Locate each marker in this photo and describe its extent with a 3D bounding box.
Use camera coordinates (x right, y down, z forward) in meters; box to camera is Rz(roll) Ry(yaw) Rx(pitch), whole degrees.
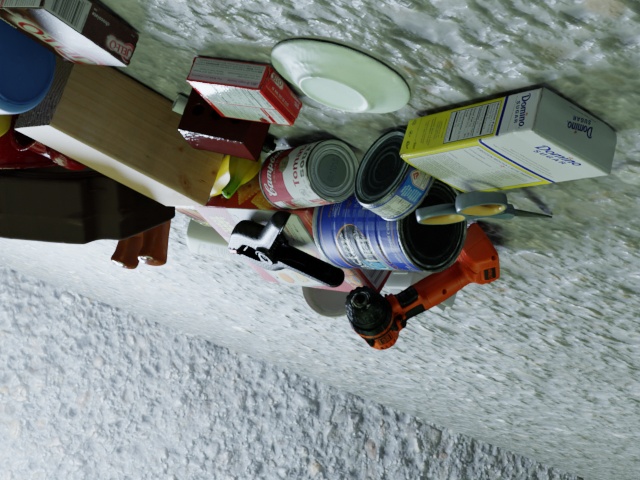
[{"bbox_3d":[-0.102,-0.124,1.154,0.121,0.020,0.020,23,166,-20],"label":"marker"}]

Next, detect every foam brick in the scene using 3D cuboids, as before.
[{"bbox_3d":[-0.098,-0.120,1.096,0.078,0.053,0.051,13,166,19],"label":"foam brick"}]

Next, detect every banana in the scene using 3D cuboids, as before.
[{"bbox_3d":[-0.101,-0.081,1.228,0.037,0.069,0.198,51,173,-7],"label":"banana"}]

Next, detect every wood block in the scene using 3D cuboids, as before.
[{"bbox_3d":[-0.215,-0.119,1.177,0.205,0.090,0.091,28,164,-36],"label":"wood block"}]

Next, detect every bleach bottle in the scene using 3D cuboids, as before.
[{"bbox_3d":[-0.067,0.012,1.561,0.251,0.068,0.102,16,167,3],"label":"bleach bottle"}]

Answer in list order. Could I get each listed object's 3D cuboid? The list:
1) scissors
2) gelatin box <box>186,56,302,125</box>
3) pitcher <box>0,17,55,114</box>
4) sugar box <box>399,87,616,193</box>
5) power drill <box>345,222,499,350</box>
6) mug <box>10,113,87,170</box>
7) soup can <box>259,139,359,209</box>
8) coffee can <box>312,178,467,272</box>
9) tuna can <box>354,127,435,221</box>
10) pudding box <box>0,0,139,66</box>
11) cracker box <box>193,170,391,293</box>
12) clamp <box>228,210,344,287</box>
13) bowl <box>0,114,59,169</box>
[{"bbox_3d":[0.160,-0.026,1.050,0.096,0.016,0.201,-11,171,23],"label":"scissors"},{"bbox_3d":[-0.072,-0.143,1.020,0.089,0.030,0.073,11,163,29],"label":"gelatin box"},{"bbox_3d":[-0.383,-0.188,1.086,0.243,0.149,0.145,7,145,30],"label":"pitcher"},{"bbox_3d":[0.158,-0.082,0.921,0.093,0.048,0.177,24,162,-29],"label":"sugar box"},{"bbox_3d":[0.117,0.054,1.246,0.057,0.187,0.184,60,-179,18],"label":"power drill"},{"bbox_3d":[-0.295,-0.125,1.229,0.081,0.093,0.117,24,-150,-42],"label":"mug"},{"bbox_3d":[-0.012,-0.070,1.146,0.068,0.068,0.102,26,164,-28],"label":"soup can"},{"bbox_3d":[0.074,-0.018,1.163,0.102,0.103,0.141,29,163,-36],"label":"coffee can"},{"bbox_3d":[0.071,-0.064,1.021,0.033,0.086,0.086,28,164,-30],"label":"tuna can"},{"bbox_3d":[-0.238,-0.202,0.987,0.090,0.039,0.113,9,163,38],"label":"pudding box"},{"bbox_3d":[-0.031,-0.014,1.324,0.214,0.072,0.164,5,145,46],"label":"cracker box"},{"bbox_3d":[-0.058,0.002,1.248,0.172,0.039,0.120,9,141,44],"label":"clamp"},{"bbox_3d":[-0.367,-0.128,1.330,0.162,0.055,0.162,-2,-166,0],"label":"bowl"}]
